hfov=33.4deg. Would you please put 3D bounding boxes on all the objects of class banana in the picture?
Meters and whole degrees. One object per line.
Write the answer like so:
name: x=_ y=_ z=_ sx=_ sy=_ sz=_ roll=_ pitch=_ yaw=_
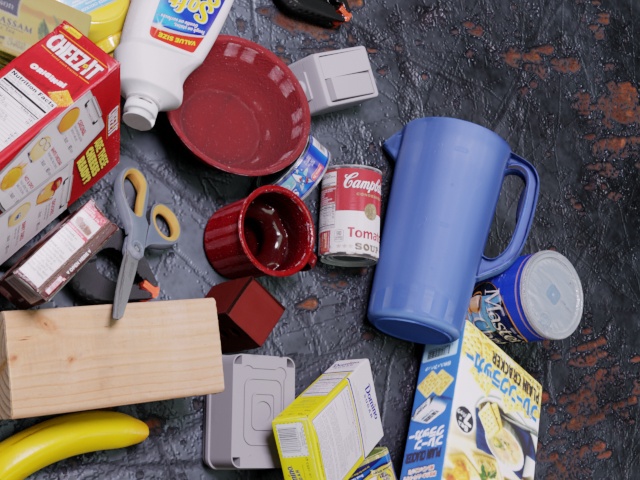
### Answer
banana: x=-0.243 y=0.192 z=0.943 sx=0.197 sy=0.037 sz=0.069 roll=-29 pitch=126 yaw=-31

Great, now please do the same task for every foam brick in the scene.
foam brick: x=-0.084 y=0.075 z=1.067 sx=0.053 sy=0.078 sz=0.051 roll=45 pitch=58 yaw=-20

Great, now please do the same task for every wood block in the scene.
wood block: x=-0.200 y=0.106 z=0.963 sx=0.205 sy=0.091 sz=0.090 roll=-2 pitch=82 yaw=-38

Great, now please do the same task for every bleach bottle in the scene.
bleach bottle: x=-0.138 y=-0.213 z=1.042 sx=0.102 sy=0.068 sz=0.250 roll=32 pitch=57 yaw=-33

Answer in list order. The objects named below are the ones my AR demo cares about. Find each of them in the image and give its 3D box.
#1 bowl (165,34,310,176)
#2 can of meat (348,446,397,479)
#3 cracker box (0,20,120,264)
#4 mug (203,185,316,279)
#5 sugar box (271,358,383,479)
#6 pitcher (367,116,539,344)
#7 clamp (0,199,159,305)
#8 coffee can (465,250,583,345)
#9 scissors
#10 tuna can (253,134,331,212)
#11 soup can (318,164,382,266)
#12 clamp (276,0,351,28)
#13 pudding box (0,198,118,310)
bowl: x=-0.094 y=-0.129 z=1.099 sx=0.161 sy=0.055 sz=0.162 roll=11 pitch=63 yaw=-23
can of meat: x=0.040 y=0.276 z=1.137 sx=0.101 sy=0.058 sz=0.084 roll=-17 pitch=89 yaw=-39
cracker box: x=-0.263 y=-0.059 z=0.879 sx=0.072 sy=0.164 sz=0.213 roll=39 pitch=64 yaw=8
mug: x=-0.057 y=0.001 z=1.099 sx=0.117 sy=0.082 sz=0.093 roll=28 pitch=65 yaw=-30
sugar box: x=0.011 y=0.192 z=1.089 sx=0.176 sy=0.048 sz=0.093 roll=-32 pitch=112 yaw=-67
pitcher: x=0.142 y=-0.007 z=1.220 sx=0.144 sy=0.149 sz=0.243 roll=26 pitch=69 yaw=-33
clamp: x=-0.223 y=-0.002 z=1.000 sx=0.171 sy=0.039 sz=0.120 roll=29 pitch=70 yaw=-27
coffee can: x=0.223 y=0.072 z=1.264 sx=0.102 sy=0.141 sz=0.103 roll=8 pitch=76 yaw=-36
scissors: x=-0.163 y=0.014 z=1.002 sx=0.096 sy=0.016 sz=0.202 roll=39 pitch=29 yaw=-42
tuna can: x=-0.031 y=-0.074 z=1.132 sx=0.033 sy=0.086 sz=0.086 roll=41 pitch=59 yaw=-23
soup can: x=0.033 y=-0.027 z=1.184 sx=0.068 sy=0.069 sz=0.102 roll=12 pitch=75 yaw=-36
clamp: x=-0.048 y=-0.315 z=1.197 sx=0.210 sy=0.036 sz=0.164 roll=50 pitch=55 yaw=-19
pudding box: x=-0.226 y=0.014 z=0.907 sx=0.039 sy=0.114 sz=0.090 roll=47 pitch=67 yaw=-14
